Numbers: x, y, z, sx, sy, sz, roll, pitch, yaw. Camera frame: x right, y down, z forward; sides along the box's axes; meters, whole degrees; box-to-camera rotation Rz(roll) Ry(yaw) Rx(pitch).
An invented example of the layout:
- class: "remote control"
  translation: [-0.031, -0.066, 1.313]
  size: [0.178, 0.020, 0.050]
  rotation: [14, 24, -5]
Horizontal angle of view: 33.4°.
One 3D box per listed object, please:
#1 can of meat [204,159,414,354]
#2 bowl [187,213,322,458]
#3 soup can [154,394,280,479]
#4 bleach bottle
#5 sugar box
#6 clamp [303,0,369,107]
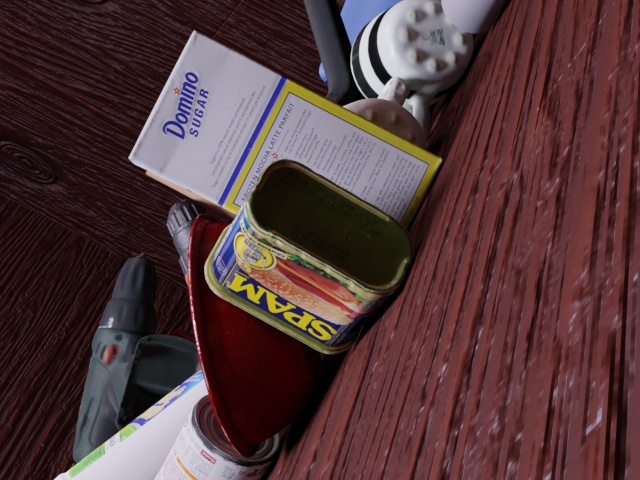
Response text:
- class: "can of meat"
  translation: [-0.006, 0.010, 0.610]
  size: [0.057, 0.102, 0.084]
  rotation: [-63, 5, -33]
- class: "bowl"
  translation: [-0.036, 0.056, 0.695]
  size: [0.162, 0.055, 0.162]
  rotation: [-12, -90, -83]
- class: "soup can"
  translation: [-0.079, 0.165, 0.756]
  size: [0.102, 0.068, 0.068]
  rotation: [-60, 3, 29]
- class: "bleach bottle"
  translation: [-0.103, 0.143, 0.862]
  size: [0.250, 0.068, 0.103]
  rotation: [-41, 4, -8]
- class: "sugar box"
  translation: [-0.022, -0.051, 0.681]
  size: [0.093, 0.176, 0.048]
  rotation: [-62, 3, -1]
- class: "clamp"
  translation: [0.042, -0.101, 0.887]
  size: [0.036, 0.164, 0.210]
  rotation: [-24, 51, 39]
